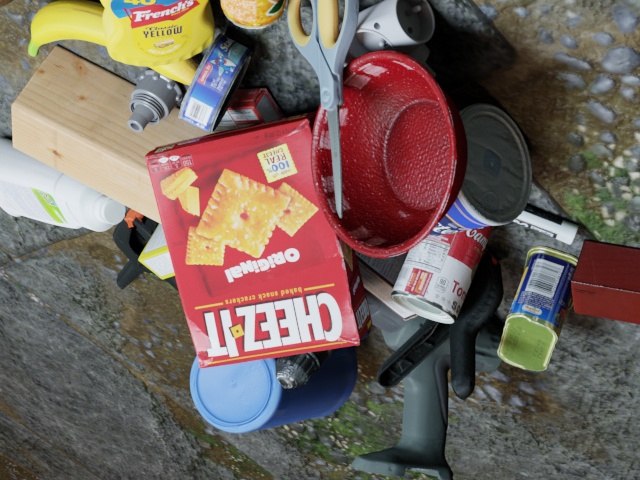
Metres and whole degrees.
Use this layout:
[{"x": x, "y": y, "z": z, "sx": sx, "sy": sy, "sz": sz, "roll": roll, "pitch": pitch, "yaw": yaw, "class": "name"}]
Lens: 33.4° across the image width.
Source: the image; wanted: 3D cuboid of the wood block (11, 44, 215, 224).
[{"x": -0.209, "y": -0.103, "z": 1.117, "sx": 0.206, "sy": 0.090, "sz": 0.091, "roll": 27, "pitch": 151, "yaw": 0, "class": "wood block"}]

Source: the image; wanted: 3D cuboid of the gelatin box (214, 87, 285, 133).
[{"x": -0.067, "y": -0.110, "z": 1.051, "sx": 0.073, "sy": 0.030, "sz": 0.089, "roll": 3, "pitch": 142, "yaw": 38, "class": "gelatin box"}]

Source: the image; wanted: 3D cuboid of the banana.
[{"x": -0.204, "y": -0.195, "z": 1.022, "sx": 0.198, "sy": 0.037, "sz": 0.069, "roll": 15, "pitch": 149, "yaw": 21, "class": "banana"}]

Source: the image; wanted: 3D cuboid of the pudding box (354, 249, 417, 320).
[{"x": 0.071, "y": 0.011, "z": 1.068, "sx": 0.113, "sy": 0.090, "sz": 0.039, "roll": 38, "pitch": 148, "yaw": -18, "class": "pudding box"}]

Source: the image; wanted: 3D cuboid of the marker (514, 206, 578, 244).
[{"x": 0.179, "y": -0.027, "z": 0.991, "sx": 0.121, "sy": 0.020, "sz": 0.020, "roll": 23, "pitch": 150, "yaw": 9, "class": "marker"}]

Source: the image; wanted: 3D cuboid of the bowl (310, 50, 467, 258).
[{"x": 0.064, "y": -0.068, "z": 0.849, "sx": 0.055, "sy": 0.162, "sz": 0.162, "roll": -4, "pitch": 174, "yaw": -41, "class": "bowl"}]

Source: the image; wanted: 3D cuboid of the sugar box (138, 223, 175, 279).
[{"x": -0.123, "y": -0.016, "z": 1.178, "sx": 0.048, "sy": 0.093, "sz": 0.177, "roll": 43, "pitch": 147, "yaw": -26, "class": "sugar box"}]

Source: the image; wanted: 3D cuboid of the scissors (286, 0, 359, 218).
[{"x": -0.001, "y": -0.126, "z": 0.865, "sx": 0.016, "sy": 0.202, "sz": 0.096, "roll": -5, "pitch": -163, "yaw": -34, "class": "scissors"}]

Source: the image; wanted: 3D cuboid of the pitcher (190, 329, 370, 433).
[{"x": -0.045, "y": 0.148, "z": 1.235, "sx": 0.145, "sy": 0.149, "sz": 0.242, "roll": 14, "pitch": -177, "yaw": 19, "class": "pitcher"}]

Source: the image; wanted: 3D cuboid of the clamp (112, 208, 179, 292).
[{"x": -0.204, "y": 0.029, "z": 1.368, "sx": 0.165, "sy": 0.036, "sz": 0.210, "roll": 20, "pitch": 149, "yaw": 13, "class": "clamp"}]

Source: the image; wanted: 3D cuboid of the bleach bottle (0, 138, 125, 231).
[{"x": -0.302, "y": -0.053, "z": 1.234, "sx": 0.251, "sy": 0.068, "sz": 0.102, "roll": 18, "pitch": 151, "yaw": 44, "class": "bleach bottle"}]

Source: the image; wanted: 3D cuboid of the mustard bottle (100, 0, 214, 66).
[{"x": -0.132, "y": -0.206, "z": 0.865, "sx": 0.096, "sy": 0.058, "sz": 0.192, "roll": -9, "pitch": 166, "yaw": -10, "class": "mustard bottle"}]

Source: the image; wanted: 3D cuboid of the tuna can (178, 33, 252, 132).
[{"x": -0.094, "y": -0.142, "z": 0.968, "sx": 0.033, "sy": 0.086, "sz": 0.086, "roll": 27, "pitch": 150, "yaw": -3, "class": "tuna can"}]

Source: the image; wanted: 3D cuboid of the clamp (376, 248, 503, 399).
[{"x": 0.136, "y": 0.083, "z": 1.038, "sx": 0.120, "sy": 0.171, "sz": 0.039, "roll": 16, "pitch": 158, "yaw": 51, "class": "clamp"}]

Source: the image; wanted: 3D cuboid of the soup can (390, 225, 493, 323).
[{"x": 0.115, "y": 0.020, "z": 1.017, "sx": 0.068, "sy": 0.102, "sz": 0.068, "roll": 22, "pitch": 167, "yaw": 5, "class": "soup can"}]

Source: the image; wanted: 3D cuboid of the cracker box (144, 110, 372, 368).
[{"x": -0.057, "y": 0.001, "z": 0.994, "sx": 0.164, "sy": 0.072, "sz": 0.214, "roll": -10, "pitch": 101, "yaw": 15, "class": "cracker box"}]

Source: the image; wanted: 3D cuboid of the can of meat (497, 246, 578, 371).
[{"x": 0.215, "y": 0.070, "z": 1.049, "sx": 0.057, "sy": 0.083, "sz": 0.102, "roll": 19, "pitch": 149, "yaw": 14, "class": "can of meat"}]

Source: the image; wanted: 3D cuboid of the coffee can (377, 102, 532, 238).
[{"x": 0.098, "y": -0.054, "z": 0.933, "sx": 0.141, "sy": 0.102, "sz": 0.102, "roll": -12, "pitch": 132, "yaw": 48, "class": "coffee can"}]

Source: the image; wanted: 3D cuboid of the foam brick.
[{"x": 0.276, "y": 0.039, "z": 0.985, "sx": 0.078, "sy": 0.051, "sz": 0.053, "roll": 11, "pitch": 145, "yaw": 26, "class": "foam brick"}]
